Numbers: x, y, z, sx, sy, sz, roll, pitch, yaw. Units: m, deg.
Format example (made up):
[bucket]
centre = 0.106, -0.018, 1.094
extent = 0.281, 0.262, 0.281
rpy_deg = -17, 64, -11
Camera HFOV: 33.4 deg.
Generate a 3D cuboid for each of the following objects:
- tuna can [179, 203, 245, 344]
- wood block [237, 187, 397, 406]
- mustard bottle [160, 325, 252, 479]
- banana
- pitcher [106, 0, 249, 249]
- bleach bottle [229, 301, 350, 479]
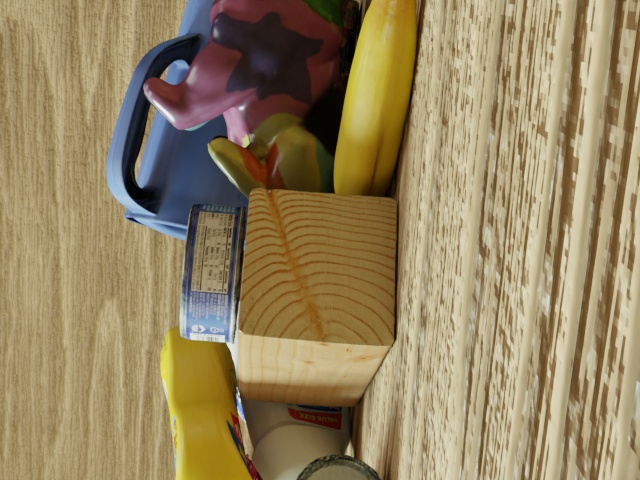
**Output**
[tuna can]
centre = -0.066, 0.020, 0.662
extent = 0.086, 0.033, 0.086
rpy_deg = -176, 91, -87
[wood block]
centre = -0.008, 0.047, 0.706
extent = 0.206, 0.090, 0.091
rpy_deg = 102, 173, -71
[mustard bottle]
centre = -0.080, 0.151, 0.768
extent = 0.191, 0.058, 0.096
rpy_deg = -108, 10, -54
[banana]
centre = 0.029, -0.072, 0.639
extent = 0.198, 0.037, 0.069
rpy_deg = 99, 173, -63
[pitcher]
centre = -0.087, -0.117, 0.922
extent = 0.149, 0.145, 0.243
rpy_deg = 111, 171, -86
[bleach bottle]
centre = -0.015, 0.136, 0.849
extent = 0.068, 0.102, 0.251
rpy_deg = -51, 26, 18
